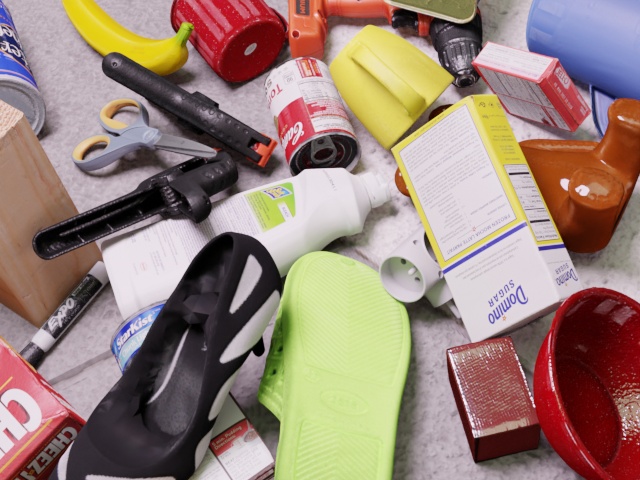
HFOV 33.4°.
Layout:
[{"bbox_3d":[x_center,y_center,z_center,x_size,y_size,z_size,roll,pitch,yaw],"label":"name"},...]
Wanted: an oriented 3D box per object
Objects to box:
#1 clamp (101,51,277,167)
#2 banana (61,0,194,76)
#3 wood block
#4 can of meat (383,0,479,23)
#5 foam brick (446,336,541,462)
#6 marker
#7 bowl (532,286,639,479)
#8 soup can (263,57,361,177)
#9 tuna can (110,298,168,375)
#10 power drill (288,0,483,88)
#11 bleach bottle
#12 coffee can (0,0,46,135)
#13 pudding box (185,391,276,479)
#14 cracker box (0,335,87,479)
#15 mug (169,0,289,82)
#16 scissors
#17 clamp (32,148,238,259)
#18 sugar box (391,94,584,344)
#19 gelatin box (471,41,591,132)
[{"bbox_3d":[-0.122,-0.122,0.986,0.172,0.120,0.039,28,97,22],"label":"clamp"},{"bbox_3d":[-0.196,-0.208,1.080,0.198,0.070,0.037,23,24,32],"label":"banana"},{"bbox_3d":[-0.268,-0.027,0.885,0.091,0.206,0.090,28,65,24],"label":"wood block"},{"bbox_3d":[0.114,-0.260,1.004,0.102,0.057,0.083,19,55,18],"label":"can of meat"},{"bbox_3d":[0.132,0.122,0.818,0.051,0.053,0.078,-14,57,-1],"label":"foam brick"},{"bbox_3d":[-0.225,0.068,0.928,0.020,0.020,0.121,27,65,23],"label":"marker"},{"bbox_3d":[0.208,0.118,0.779,0.161,0.055,0.162,18,56,-29],"label":"bowl"},{"bbox_3d":[-0.009,-0.111,0.983,0.068,0.068,0.102,-17,56,-3],"label":"soup can"},{"bbox_3d":[-0.124,0.085,0.862,0.086,0.086,0.034,-25,59,-8],"label":"tuna can"},{"bbox_3d":[0.063,-0.214,1.047,0.187,0.057,0.184,-5,52,2],"label":"power drill"},{"bbox_3d":[-0.056,0.001,0.918,0.250,0.068,0.103,-21,46,-7],"label":"bleach bottle"},{"bbox_3d":[-0.338,-0.165,1.049,0.102,0.103,0.140,-23,56,-7],"label":"coffee can"},{"bbox_3d":[-0.094,0.164,0.834,0.090,0.039,0.114,-33,56,-12],"label":"pudding box"},{"bbox_3d":[-0.309,0.141,0.852,0.214,0.072,0.164,37,77,28],"label":"cracker box"},{"bbox_3d":[-0.080,-0.212,1.057,0.117,0.093,0.081,-10,52,-43],"label":"mug"},{"bbox_3d":[-0.171,-0.082,0.981,0.096,0.016,0.202,-44,38,-6],"label":"scissors"},{"bbox_3d":[-0.121,-0.040,0.903,0.165,0.036,0.209,-9,16,31],"label":"clamp"},{"bbox_3d":[0.129,-0.017,0.838,0.048,0.094,0.176,-9,72,-45],"label":"sugar box"},{"bbox_3d":[0.187,-0.137,0.948,0.030,0.073,0.089,-53,39,-8],"label":"gelatin box"}]
